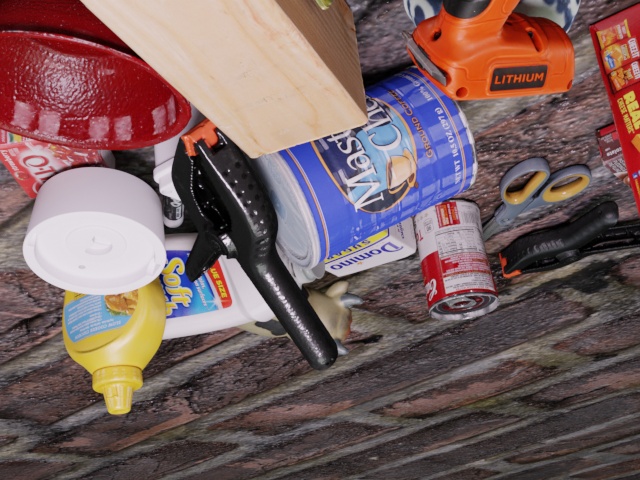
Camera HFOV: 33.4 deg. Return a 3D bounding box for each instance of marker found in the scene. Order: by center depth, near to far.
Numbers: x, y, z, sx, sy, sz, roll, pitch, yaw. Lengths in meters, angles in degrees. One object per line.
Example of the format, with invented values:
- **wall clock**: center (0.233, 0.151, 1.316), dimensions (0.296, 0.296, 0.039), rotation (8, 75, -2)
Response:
- **marker**: center (-0.125, -0.045, 0.915), dimensions (0.020, 0.020, 0.121), rotation (-3, 156, -11)

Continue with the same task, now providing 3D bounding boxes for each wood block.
- **wood block**: center (-0.052, -0.139, 0.631), dimensions (0.090, 0.091, 0.206), rotation (-16, 156, 17)

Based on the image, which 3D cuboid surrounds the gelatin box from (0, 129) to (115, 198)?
- **gelatin box**: center (-0.204, -0.066, 0.827), dimensions (0.073, 0.030, 0.089), rotation (-8, 156, 1)

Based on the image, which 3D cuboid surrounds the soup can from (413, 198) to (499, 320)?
- **soup can**: center (0.130, 0.018, 1.033), dimensions (0.068, 0.102, 0.068), rotation (-7, 157, -3)

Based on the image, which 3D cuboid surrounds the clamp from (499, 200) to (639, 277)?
- **clamp**: center (0.272, 0.004, 1.125), dimensions (0.120, 0.039, 0.172), rotation (17, 153, -36)

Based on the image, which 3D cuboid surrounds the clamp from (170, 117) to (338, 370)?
- **clamp**: center (-0.055, 0.001, 0.774), dimensions (0.036, 0.165, 0.210), rotation (-41, 148, -25)

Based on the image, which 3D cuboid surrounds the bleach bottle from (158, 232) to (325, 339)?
- **bleach bottle**: center (-0.112, 0.032, 0.949), dimensions (0.251, 0.102, 0.068), rotation (-12, 170, 29)

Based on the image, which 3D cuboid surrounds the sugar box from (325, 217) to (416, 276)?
- **sugar box**: center (0.010, -0.016, 0.988), dimensions (0.093, 0.048, 0.176), rotation (-18, 153, 27)

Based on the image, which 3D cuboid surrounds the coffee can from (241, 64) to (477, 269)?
- **coffee can**: center (0.028, -0.054, 0.778), dimensions (0.140, 0.103, 0.103), rotation (-26, 161, -17)

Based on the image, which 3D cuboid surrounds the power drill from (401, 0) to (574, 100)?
- **power drill**: center (0.134, -0.169, 0.582), dimensions (0.184, 0.057, 0.188), rotation (-7, 134, -27)

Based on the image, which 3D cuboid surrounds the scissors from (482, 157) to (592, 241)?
- **scissors**: center (0.203, -0.030, 1.054), dimensions (0.096, 0.016, 0.202), rotation (-5, 157, -6)

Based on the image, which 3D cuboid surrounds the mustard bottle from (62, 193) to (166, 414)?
- **mustard bottle**: center (-0.175, 0.052, 0.903), dimensions (0.096, 0.191, 0.058), rotation (-19, 154, 24)

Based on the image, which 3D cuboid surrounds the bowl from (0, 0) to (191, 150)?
- **bowl**: center (-0.159, -0.114, 0.678), dimensions (0.162, 0.055, 0.162), rotation (4, 162, 1)
